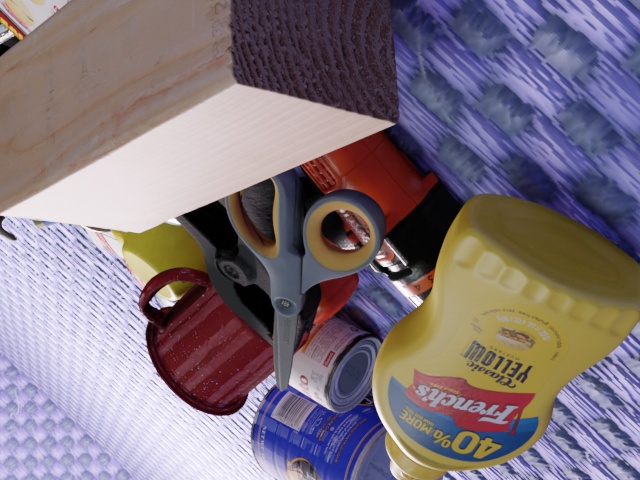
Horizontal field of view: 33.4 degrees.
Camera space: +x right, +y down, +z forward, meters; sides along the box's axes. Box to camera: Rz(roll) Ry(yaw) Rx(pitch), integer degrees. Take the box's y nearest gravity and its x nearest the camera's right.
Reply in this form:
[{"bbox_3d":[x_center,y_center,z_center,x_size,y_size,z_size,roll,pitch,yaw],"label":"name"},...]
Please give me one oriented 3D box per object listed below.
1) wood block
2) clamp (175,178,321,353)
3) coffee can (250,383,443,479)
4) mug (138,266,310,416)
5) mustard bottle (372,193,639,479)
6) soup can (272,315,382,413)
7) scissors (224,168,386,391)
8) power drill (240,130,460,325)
[{"bbox_3d":[-0.069,-0.074,0.507,0.090,0.090,0.207,7,163,-40],"label":"wood block"},{"bbox_3d":[-0.054,0.001,0.650,0.120,0.039,0.171,21,142,36],"label":"clamp"},{"bbox_3d":[0.021,0.180,0.914,0.141,0.102,0.102,17,146,49],"label":"coffee can"},{"bbox_3d":[-0.070,0.056,0.740,0.117,0.093,0.082,35,120,-24],"label":"mug"},{"bbox_3d":[0.080,0.068,0.558,0.096,0.058,0.192,24,131,-3],"label":"mustard bottle"},{"bbox_3d":[-0.009,0.083,0.837,0.102,0.068,0.068,27,153,34],"label":"soup can"},{"bbox_3d":[-0.002,0.030,0.604,0.096,0.016,0.202,7,137,21],"label":"scissors"},{"bbox_3d":[0.027,0.008,0.654,0.184,0.057,0.188,52,155,-10],"label":"power drill"}]
